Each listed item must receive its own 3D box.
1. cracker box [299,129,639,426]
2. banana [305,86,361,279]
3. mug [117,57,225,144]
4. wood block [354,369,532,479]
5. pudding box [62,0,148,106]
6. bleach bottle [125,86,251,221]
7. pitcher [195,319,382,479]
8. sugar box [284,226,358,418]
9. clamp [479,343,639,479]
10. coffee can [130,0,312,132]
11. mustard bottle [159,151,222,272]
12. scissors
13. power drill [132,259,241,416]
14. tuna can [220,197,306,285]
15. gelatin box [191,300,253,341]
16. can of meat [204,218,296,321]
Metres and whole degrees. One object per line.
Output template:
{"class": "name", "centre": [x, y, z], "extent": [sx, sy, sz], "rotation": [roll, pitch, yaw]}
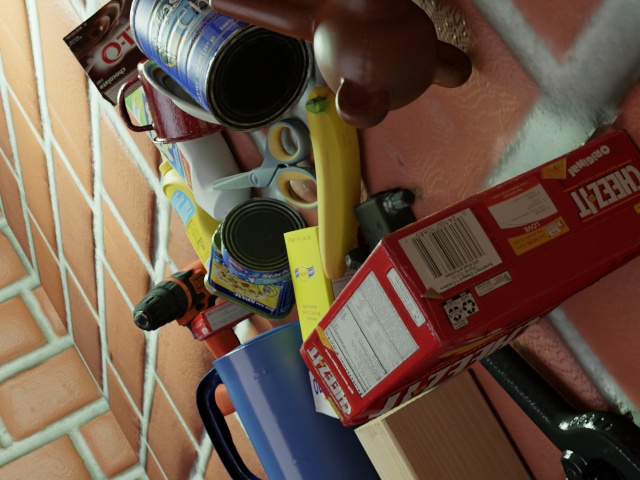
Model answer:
{"class": "cracker box", "centre": [0.092, 0.033, 0.651], "extent": [0.072, 0.164, 0.214], "rotation": [61, 159, 13]}
{"class": "banana", "centre": [0.008, -0.056, 0.883], "extent": [0.037, 0.069, 0.198], "rotation": [14, 139, 23]}
{"class": "mug", "centre": [-0.146, -0.146, 1.072], "extent": [0.093, 0.117, 0.081], "rotation": [-109, 4, -73]}
{"class": "wood block", "centre": [0.126, 0.225, 0.898], "extent": [0.206, 0.090, 0.090], "rotation": [60, 160, 7]}
{"class": "pudding box", "centre": [-0.201, -0.210, 1.123], "extent": [0.090, 0.113, 0.039], "rotation": [53, -176, 25]}
{"class": "bleach bottle", "centre": [-0.146, -0.117, 1.176], "extent": [0.251, 0.068, 0.103], "rotation": [54, 156, 15]}
{"class": "pitcher", "centre": [-0.015, 0.208, 1.091], "extent": [0.149, 0.144, 0.243], "rotation": [-33, 78, 60]}
{"class": "sugar box", "centre": [0.012, 0.074, 0.989], "extent": [0.093, 0.048, 0.176], "rotation": [169, 93, -70]}
{"class": "clamp", "centre": [0.190, 0.164, 0.752], "extent": [0.210, 0.036, 0.164], "rotation": [24, 135, 59]}
{"class": "coffee can", "centre": [-0.087, -0.169, 0.914], "extent": [0.140, 0.102, 0.103], "rotation": [44, 152, 41]}
{"class": "mustard bottle", "centre": [-0.137, -0.031, 1.256], "extent": [0.191, 0.058, 0.096], "rotation": [60, 160, 8]}
{"class": "scissors", "centre": [-0.058, -0.078, 1.035], "extent": [0.202, 0.016, 0.096], "rotation": [17, 125, 49]}
{"class": "power drill", "centre": [-0.148, 0.127, 1.349], "extent": [0.057, 0.184, 0.187], "rotation": [-24, 98, 28]}
{"class": "tuna can", "centre": [-0.057, 0.001, 1.070], "extent": [0.086, 0.086, 0.034], "rotation": [54, 159, 22]}
{"class": "gelatin box", "centre": [-0.107, 0.087, 1.280], "extent": [0.030, 0.089, 0.073], "rotation": [62, 159, 4]}
{"class": "can of meat", "centre": [-0.069, 0.029, 1.129], "extent": [0.102, 0.057, 0.084], "rotation": [24, 147, 7]}
